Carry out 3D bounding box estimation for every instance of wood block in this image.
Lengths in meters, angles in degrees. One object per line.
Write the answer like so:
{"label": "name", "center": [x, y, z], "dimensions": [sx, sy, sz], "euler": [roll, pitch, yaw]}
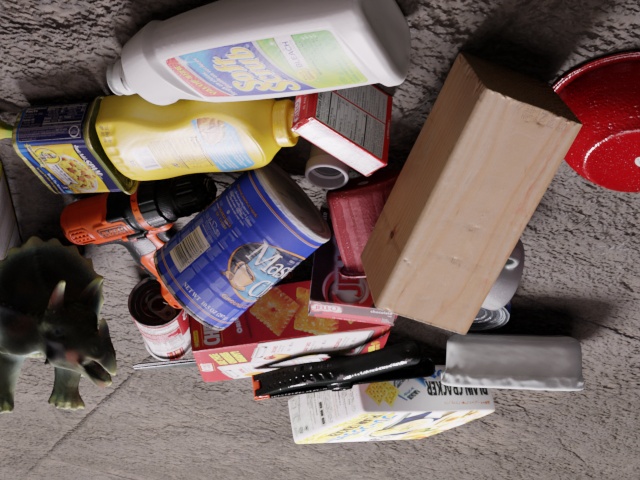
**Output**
{"label": "wood block", "center": [0.119, -0.038, 0.890], "dimensions": [0.090, 0.091, 0.206], "euler": [17, 116, -17]}

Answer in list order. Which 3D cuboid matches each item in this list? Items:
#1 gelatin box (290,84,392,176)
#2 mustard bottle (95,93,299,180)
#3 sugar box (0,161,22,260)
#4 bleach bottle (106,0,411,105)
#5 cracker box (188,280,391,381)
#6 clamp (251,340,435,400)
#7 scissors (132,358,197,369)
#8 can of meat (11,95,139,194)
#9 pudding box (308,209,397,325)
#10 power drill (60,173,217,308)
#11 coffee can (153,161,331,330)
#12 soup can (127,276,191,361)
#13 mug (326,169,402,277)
{"label": "gelatin box", "center": [0.019, -0.107, 0.904], "dimensions": [0.089, 0.073, 0.030], "euler": [28, 143, -31]}
{"label": "mustard bottle", "center": [-0.096, -0.098, 0.956], "dimensions": [0.192, 0.058, 0.096], "euler": [-3, 146, 17]}
{"label": "sugar box", "center": [-0.358, -0.002, 1.134], "dimensions": [0.048, 0.093, 0.176], "euler": [11, 148, -4]}
{"label": "bleach bottle", "center": [-0.061, -0.150, 0.861], "dimensions": [0.251, 0.068, 0.102], "euler": [-9, 146, 28]}
{"label": "cracker box", "center": [-0.034, 0.098, 1.196], "dimensions": [0.213, 0.072, 0.164], "euler": [-7, 161, -4]}
{"label": "clamp", "center": [0.029, 0.150, 1.200], "dimensions": [0.210, 0.036, 0.164], "euler": [-13, 164, 16]}
{"label": "scissors", "center": [-0.119, 0.138, 1.297], "dimensions": [0.201, 0.016, 0.096], "euler": [6, 143, -21]}
{"label": "can of meat", "center": [-0.227, -0.086, 1.005], "dimensions": [0.084, 0.057, 0.102], "euler": [-2, 148, 19]}
{"label": "pudding box", "center": [0.037, 0.027, 1.085], "dimensions": [0.090, 0.113, 0.039], "euler": [7, 145, -2]}
{"label": "power drill", "center": [-0.153, -0.001, 1.135], "dimensions": [0.185, 0.057, 0.187], "euler": [-11, 143, 27]}
{"label": "coffee can", "center": [-0.075, 0.003, 1.024], "dimensions": [0.140, 0.103, 0.102], "euler": [-41, 132, 13]}
{"label": "soup can", "center": [-0.189, 0.096, 1.289], "dimensions": [0.068, 0.068, 0.102], "euler": [3, 150, 5]}
{"label": "mug", "center": [0.062, -0.022, 1.016], "dimensions": [0.117, 0.081, 0.093], "euler": [-23, -166, -33]}
